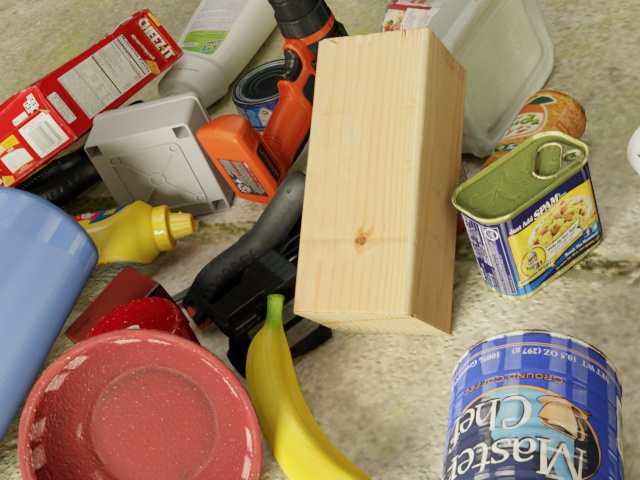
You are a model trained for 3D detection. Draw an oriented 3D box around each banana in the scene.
[{"bbox_3d":[-0.012,0.125,0.718,0.037,0.070,0.198,-6,42,-26],"label":"banana"}]

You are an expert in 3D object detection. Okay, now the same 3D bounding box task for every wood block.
[{"bbox_3d":[0.046,-0.040,0.785,0.091,0.090,0.206,-1,76,27],"label":"wood block"}]

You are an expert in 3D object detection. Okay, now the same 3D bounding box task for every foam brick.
[{"bbox_3d":[-0.156,0.070,0.866,0.078,0.051,0.053,-49,42,-15],"label":"foam brick"}]

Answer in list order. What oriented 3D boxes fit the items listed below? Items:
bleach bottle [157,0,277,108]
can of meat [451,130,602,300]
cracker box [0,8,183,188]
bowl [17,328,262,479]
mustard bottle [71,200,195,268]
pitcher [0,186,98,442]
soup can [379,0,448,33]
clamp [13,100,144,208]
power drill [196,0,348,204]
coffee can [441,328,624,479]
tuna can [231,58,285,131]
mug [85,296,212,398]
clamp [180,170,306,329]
[{"bbox_3d":[-0.122,-0.222,1.216,0.103,0.068,0.250,1,45,31],"label":"bleach bottle"},{"bbox_3d":[0.156,-0.017,0.784,0.102,0.084,0.058,-34,37,-14],"label":"can of meat"},{"bbox_3d":[-0.262,-0.142,1.106,0.164,0.072,0.213,-27,17,36],"label":"cracker box"},{"bbox_3d":[-0.117,0.134,0.720,0.162,0.162,0.055,-21,5,4],"label":"bowl"},{"bbox_3d":[-0.209,0.001,0.968,0.191,0.058,0.096,-9,4,4],"label":"mustard bottle"},{"bbox_3d":[-0.284,0.077,0.822,0.145,0.149,0.242,-10,46,52],"label":"pitcher"},{"bbox_3d":[0.118,-0.205,1.054,0.102,0.068,0.068,15,51,40],"label":"soup can"},{"bbox_3d":[-0.253,-0.079,1.129,0.210,0.036,0.165,-29,26,-1],"label":"clamp"},{"bbox_3d":[-0.036,-0.141,0.980,0.057,0.184,0.187,10,57,38],"label":"power drill"},{"bbox_3d":[0.118,0.135,0.599,0.103,0.103,0.140,-8,39,20],"label":"coffee can"},{"bbox_3d":[-0.048,-0.153,1.110,0.086,0.033,0.086,-15,37,12],"label":"tuna can"},{"bbox_3d":[-0.117,0.099,0.792,0.117,0.081,0.093,13,50,40],"label":"mug"},{"bbox_3d":[-0.048,0.006,0.845,0.171,0.120,0.039,-41,66,6],"label":"clamp"}]
